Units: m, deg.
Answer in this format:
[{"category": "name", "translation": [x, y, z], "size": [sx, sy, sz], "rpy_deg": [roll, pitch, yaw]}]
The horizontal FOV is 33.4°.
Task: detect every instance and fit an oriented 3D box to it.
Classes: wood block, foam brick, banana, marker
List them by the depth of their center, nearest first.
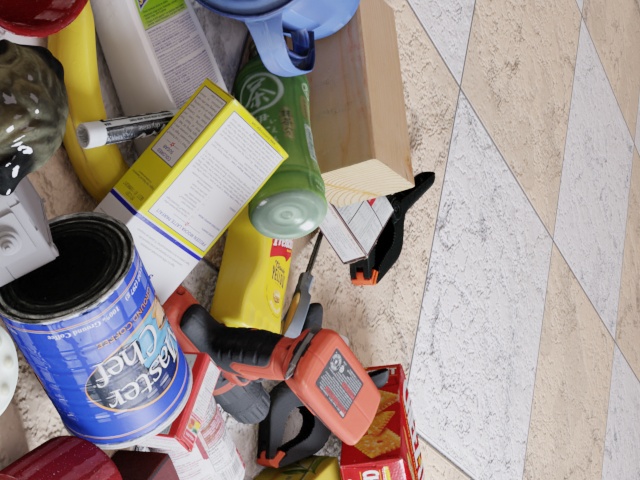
[{"category": "marker", "translation": [-0.130, -0.088, 0.816], "size": [0.120, 0.020, 0.020], "rpy_deg": [-17, 105, -43]}, {"category": "banana", "translation": [-0.175, -0.096, 0.821], "size": [0.069, 0.037, 0.198], "rpy_deg": [-57, 136, -54]}, {"category": "foam brick", "translation": [-0.150, 0.210, 0.837], "size": [0.078, 0.053, 0.051], "rpy_deg": [-53, 134, -47]}, {"category": "wood block", "translation": [0.027, -0.151, 1.086], "size": [0.090, 0.090, 0.206], "rpy_deg": [28, 52, -56]}]

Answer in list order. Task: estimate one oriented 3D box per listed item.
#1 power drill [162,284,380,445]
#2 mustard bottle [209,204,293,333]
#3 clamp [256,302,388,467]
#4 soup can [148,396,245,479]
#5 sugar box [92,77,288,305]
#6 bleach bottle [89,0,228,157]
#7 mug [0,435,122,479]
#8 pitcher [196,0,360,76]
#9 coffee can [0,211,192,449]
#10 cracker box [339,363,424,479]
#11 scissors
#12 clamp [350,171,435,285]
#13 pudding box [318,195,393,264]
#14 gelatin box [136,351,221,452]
[{"category": "power drill", "translation": [-0.045, 0.114, 0.895], "size": [0.057, 0.188, 0.184], "rpy_deg": [-60, 136, -25]}, {"category": "mustard bottle", "translation": [-0.056, 0.001, 1.007], "size": [0.096, 0.058, 0.191], "rpy_deg": [49, 46, -61]}, {"category": "clamp", "translation": [-0.001, 0.162, 1.080], "size": [0.120, 0.039, 0.171], "rpy_deg": [34, 69, -16]}, {"category": "soup can", "translation": [-0.110, 0.168, 0.896], "size": [0.068, 0.069, 0.102], "rpy_deg": [-57, 137, -45]}, {"category": "sugar box", "translation": [-0.112, -0.031, 0.834], "size": [0.176, 0.048, 0.093], "rpy_deg": [-47, 143, 0]}, {"category": "bleach bottle", "translation": [-0.136, -0.173, 0.867], "size": [0.102, 0.068, 0.251], "rpy_deg": [-47, 127, -51]}, {"category": "mug", "translation": [-0.192, 0.196, 0.739], "size": [0.081, 0.093, 0.117], "rpy_deg": [-32, 148, -62]}, {"category": "pitcher", "translation": [-0.032, -0.235, 0.944], "size": [0.149, 0.145, 0.242], "rpy_deg": [-57, 171, 9]}, {"category": "coffee can", "translation": [-0.158, 0.065, 0.752], "size": [0.140, 0.103, 0.102], "rpy_deg": [75, 31, -43]}, {"category": "cracker box", "translation": [0.071, 0.252, 1.144], "size": [0.213, 0.072, 0.164], "rpy_deg": [-76, 157, -70]}, {"category": "scissors", "translation": [-0.025, 0.062, 1.094], "size": [0.201, 0.016, 0.096], "rpy_deg": [-77, -167, -66]}, {"category": "clamp", "translation": [0.082, -0.038, 1.277], "size": [0.164, 0.036, 0.210], "rpy_deg": [35, 60, -49]}, {"category": "pudding box", "translation": [0.025, -0.045, 1.155], "size": [0.113, 0.039, 0.090], "rpy_deg": [54, 42, -20]}, {"category": "gelatin box", "translation": [-0.130, 0.124, 0.838], "size": [0.030, 0.089, 0.073], "rpy_deg": [56, 43, -46]}]
